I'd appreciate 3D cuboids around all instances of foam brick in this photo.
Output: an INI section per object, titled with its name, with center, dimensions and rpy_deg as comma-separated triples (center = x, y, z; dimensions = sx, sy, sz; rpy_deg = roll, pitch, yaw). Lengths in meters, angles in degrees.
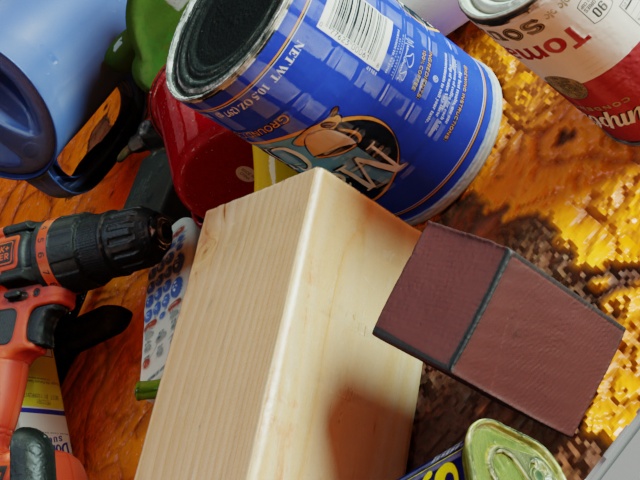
[foam brick]
center = 0.071, 0.036, 0.423
dimensions = 0.053, 0.078, 0.051
rpy_deg = 22, 83, 55

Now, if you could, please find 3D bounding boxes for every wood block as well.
[wood block]
center = -0.018, 0.085, 0.495
dimensions = 0.091, 0.090, 0.206
rpy_deg = -19, 50, 46

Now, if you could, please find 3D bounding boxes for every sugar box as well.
[sugar box]
center = -0.224, 0.117, 0.748
dimensions = 0.093, 0.048, 0.176
rpy_deg = -39, 53, 30

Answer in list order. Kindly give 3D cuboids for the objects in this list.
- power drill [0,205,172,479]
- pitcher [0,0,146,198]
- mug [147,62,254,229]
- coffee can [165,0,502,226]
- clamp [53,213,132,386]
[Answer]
[power drill]
center = -0.175, 0.074, 0.669
dimensions = 0.185, 0.057, 0.187
rpy_deg = -14, 61, 27
[pitcher]
center = -0.200, -0.160, 0.862
dimensions = 0.242, 0.145, 0.149
rpy_deg = -57, -10, -42
[mug]
center = -0.061, -0.056, 0.672
dimensions = 0.117, 0.093, 0.081
rpy_deg = -63, 31, 35
[coffee can]
center = 0.008, -0.081, 0.541
dimensions = 0.103, 0.140, 0.103
rpy_deg = -34, 41, 35
[clamp]
center = -0.199, 0.062, 0.804
dimensions = 0.172, 0.039, 0.120
rpy_deg = -42, 35, 26
